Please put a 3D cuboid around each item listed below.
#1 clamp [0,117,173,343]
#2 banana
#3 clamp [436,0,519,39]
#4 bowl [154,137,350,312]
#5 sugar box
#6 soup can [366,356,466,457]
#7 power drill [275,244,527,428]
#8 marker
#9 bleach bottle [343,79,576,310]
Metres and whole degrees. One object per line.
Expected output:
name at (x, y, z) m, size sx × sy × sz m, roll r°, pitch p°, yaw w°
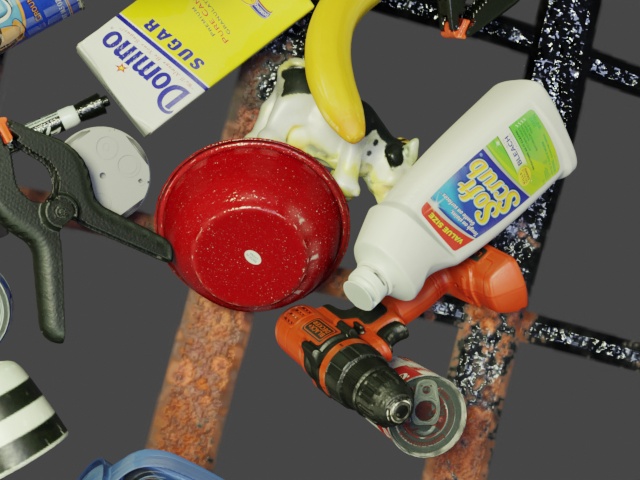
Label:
clamp at (-0.203, -0.010, 0.806) m, size 0.171 × 0.039 × 0.120 m, roll 49°, pitch 62°, yaw -16°
banana at (0.021, -0.161, 0.871) m, size 0.070 × 0.037 × 0.197 m, roll 11°, pitch 54°, yaw 8°
clamp at (0.148, -0.278, 0.927) m, size 0.164 × 0.036 × 0.210 m, roll 30°, pitch 89°, yaw -21°
bowl at (-0.056, 0.001, 0.858) m, size 0.162 × 0.055 × 0.162 m, roll 0°, pitch 119°, yaw 0°
sugar box at (-0.103, -0.174, 0.877) m, size 0.176 × 0.048 × 0.093 m, roll -40°, pitch 99°, yaw -9°
soup can at (0.075, 0.138, 0.906) m, size 0.068 × 0.102 × 0.068 m, roll -1°, pitch 94°, yaw -13°
power drill at (0.073, 0.067, 0.871) m, size 0.187 × 0.185 × 0.057 m, roll -28°, pitch 119°, yaw -18°
marker at (-0.228, -0.090, 0.868) m, size 0.121 × 0.020 × 0.020 m, roll -26°, pitch 99°, yaw -10°
bleach bottle at (0.110, -0.027, 0.871) m, size 0.250 × 0.068 × 0.102 m, roll -44°, pitch 118°, yaw -30°
